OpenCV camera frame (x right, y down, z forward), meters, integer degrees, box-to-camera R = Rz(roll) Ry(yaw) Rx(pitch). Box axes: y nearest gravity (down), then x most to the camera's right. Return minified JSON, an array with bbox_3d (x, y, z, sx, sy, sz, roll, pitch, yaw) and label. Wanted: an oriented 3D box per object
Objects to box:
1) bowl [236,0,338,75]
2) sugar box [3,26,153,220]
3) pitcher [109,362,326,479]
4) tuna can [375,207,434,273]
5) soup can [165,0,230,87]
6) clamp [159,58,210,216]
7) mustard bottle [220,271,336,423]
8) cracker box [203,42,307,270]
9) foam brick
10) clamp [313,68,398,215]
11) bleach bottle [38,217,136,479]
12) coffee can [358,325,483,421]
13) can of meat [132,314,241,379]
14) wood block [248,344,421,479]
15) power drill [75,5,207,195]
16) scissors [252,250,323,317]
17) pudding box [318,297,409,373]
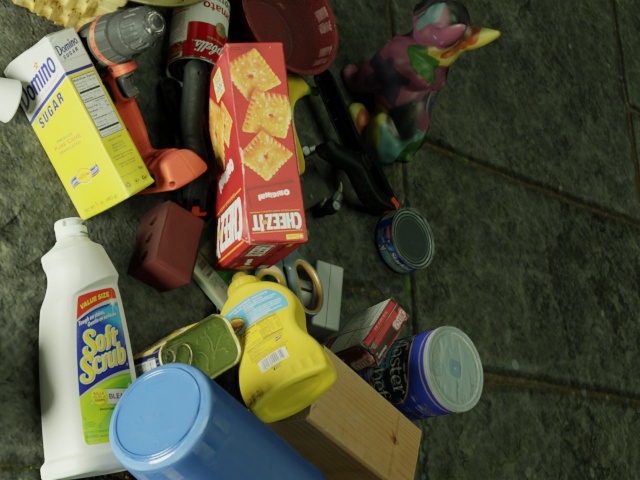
[{"bbox_3d":[-0.053,-0.276,1.363,0.161,0.055,0.162,19,61,-38],"label":"bowl"},{"bbox_3d":[-0.246,-0.116,1.082,0.048,0.094,0.176,-37,101,-45],"label":"sugar box"},{"bbox_3d":[-0.094,0.228,1.016,0.145,0.149,0.242,-50,137,-13],"label":"pitcher"},{"bbox_3d":[0.114,0.001,1.443,0.086,0.034,0.086,19,62,-40],"label":"tuna can"},{"bbox_3d":[-0.143,-0.237,1.251,0.068,0.069,0.102,23,59,-38],"label":"soup can"},{"bbox_3d":[-0.152,-0.114,1.191,0.039,0.120,0.171,-1,97,-19],"label":"clamp"},{"bbox_3d":[-0.059,0.099,1.142,0.058,0.096,0.192,54,4,-44],"label":"mustard bottle"},{"bbox_3d":[-0.079,-0.085,1.154,0.072,0.164,0.214,-3,80,-17],"label":"cracker box"},{"bbox_3d":[-0.165,0.007,1.146,0.051,0.053,0.078,32,53,-33],"label":"foam brick"},{"bbox_3d":[0.044,-0.115,1.386,0.209,0.036,0.164,49,28,-45],"label":"clamp"},{"bbox_3d":[-0.233,0.100,1.035,0.102,0.068,0.251,4,70,-48],"label":"bleach bottle"},{"bbox_3d":[0.111,0.168,1.298,0.102,0.141,0.103,18,62,-40],"label":"coffee can"},{"bbox_3d":[-0.147,0.124,1.096,0.101,0.084,0.057,-30,97,-47],"label":"can of meat"},{"bbox_3d":[0.019,0.210,1.201,0.206,0.090,0.090,45,46,-38],"label":"wood block"},{"bbox_3d":[-0.188,-0.143,1.098,0.057,0.185,0.187,-35,110,-36],"label":"power drill"},{"bbox_3d":[-0.058,0.002,1.254,0.096,0.016,0.202,-15,72,-28],"label":"scissors"},{"bbox_3d":[0.041,0.121,1.265,0.039,0.114,0.089,52,45,-13],"label":"pudding box"}]
